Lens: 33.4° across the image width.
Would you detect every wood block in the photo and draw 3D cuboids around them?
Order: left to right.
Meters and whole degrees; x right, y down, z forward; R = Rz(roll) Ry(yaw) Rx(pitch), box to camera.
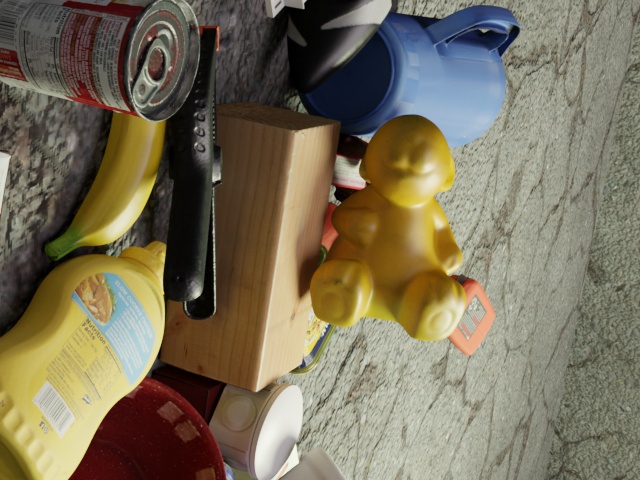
[{"bbox_3d":[-0.055,0.001,0.845,0.090,0.090,0.206,-22,124,-64],"label":"wood block"}]

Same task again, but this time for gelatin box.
[{"bbox_3d":[-0.005,-0.068,0.936,0.089,0.073,0.030,0,104,-66],"label":"gelatin box"}]

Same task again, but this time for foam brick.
[{"bbox_3d":[-0.097,0.127,0.876,0.078,0.053,0.051,-20,123,-62],"label":"foam brick"}]

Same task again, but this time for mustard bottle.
[{"bbox_3d":[-0.153,0.065,0.691,0.191,0.058,0.096,-55,127,-41],"label":"mustard bottle"}]

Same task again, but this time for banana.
[{"bbox_3d":[-0.126,-0.079,0.694,0.069,0.037,0.198,3,101,-69],"label":"banana"}]

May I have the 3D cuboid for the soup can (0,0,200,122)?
[{"bbox_3d":[-0.127,-0.108,0.586,0.068,0.102,0.068,-46,145,-49],"label":"soup can"}]

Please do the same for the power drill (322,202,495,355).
[{"bbox_3d":[0.077,0.043,1.058,0.057,0.188,0.184,-58,151,-8],"label":"power drill"}]

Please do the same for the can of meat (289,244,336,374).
[{"bbox_3d":[-0.022,0.061,1.005,0.102,0.058,0.084,-61,152,-29],"label":"can of meat"}]

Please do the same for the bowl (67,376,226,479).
[{"bbox_3d":[-0.145,0.174,0.729,0.161,0.055,0.162,16,60,-31],"label":"bowl"}]

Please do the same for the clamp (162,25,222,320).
[{"bbox_3d":[-0.086,-0.047,0.728,0.164,0.036,0.210,154,-63,-86],"label":"clamp"}]

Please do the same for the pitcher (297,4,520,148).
[{"bbox_3d":[0.084,-0.160,1.006,0.242,0.145,0.149,-10,113,-62],"label":"pitcher"}]
